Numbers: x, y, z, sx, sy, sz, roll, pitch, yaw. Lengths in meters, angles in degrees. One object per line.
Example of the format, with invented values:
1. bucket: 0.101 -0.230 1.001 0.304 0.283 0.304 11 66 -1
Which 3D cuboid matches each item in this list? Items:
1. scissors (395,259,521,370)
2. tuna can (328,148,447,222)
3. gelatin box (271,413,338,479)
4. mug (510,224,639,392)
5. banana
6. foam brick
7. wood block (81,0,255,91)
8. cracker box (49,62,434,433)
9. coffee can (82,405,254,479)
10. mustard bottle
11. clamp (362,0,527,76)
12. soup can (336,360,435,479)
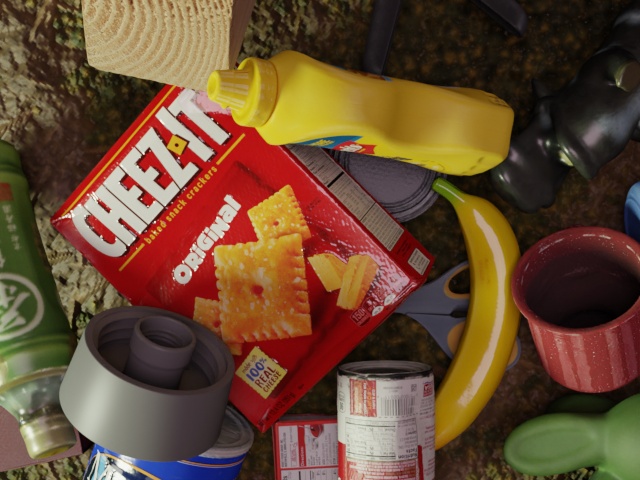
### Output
1. scissors: 0.062 0.061 0.786 0.202 0.016 0.096 -10 92 2
2. tuna can: 0.048 -0.055 0.772 0.086 0.034 0.086 0 92 1
3. gelatin box: 0.010 0.164 0.784 0.089 0.030 0.073 -3 92 -2
4. mug: 0.184 0.042 0.741 0.093 0.117 0.081 -11 136 13
5. banana: 0.108 0.054 0.759 0.070 0.037 0.198 4 94 9
6. foam brick: -0.208 0.133 0.778 0.078 0.051 0.053 -11 93 2
7. wood block: -0.079 -0.204 0.688 0.091 0.090 0.206 12 53 1
8. cracker box: -0.055 0.001 0.738 0.213 0.072 0.164 45 111 -1
9. coffee can: -0.118 0.181 0.744 0.103 0.103 0.140 21 100 0
10. mustard bottle: 0.020 -0.081 0.668 0.191 0.096 0.058 7 95 -29
11. clamp: 0.060 -0.198 0.764 0.120 0.039 0.171 -26 85 -2
12. soup can: 0.045 0.137 0.734 0.068 0.068 0.102 -1 92 1
